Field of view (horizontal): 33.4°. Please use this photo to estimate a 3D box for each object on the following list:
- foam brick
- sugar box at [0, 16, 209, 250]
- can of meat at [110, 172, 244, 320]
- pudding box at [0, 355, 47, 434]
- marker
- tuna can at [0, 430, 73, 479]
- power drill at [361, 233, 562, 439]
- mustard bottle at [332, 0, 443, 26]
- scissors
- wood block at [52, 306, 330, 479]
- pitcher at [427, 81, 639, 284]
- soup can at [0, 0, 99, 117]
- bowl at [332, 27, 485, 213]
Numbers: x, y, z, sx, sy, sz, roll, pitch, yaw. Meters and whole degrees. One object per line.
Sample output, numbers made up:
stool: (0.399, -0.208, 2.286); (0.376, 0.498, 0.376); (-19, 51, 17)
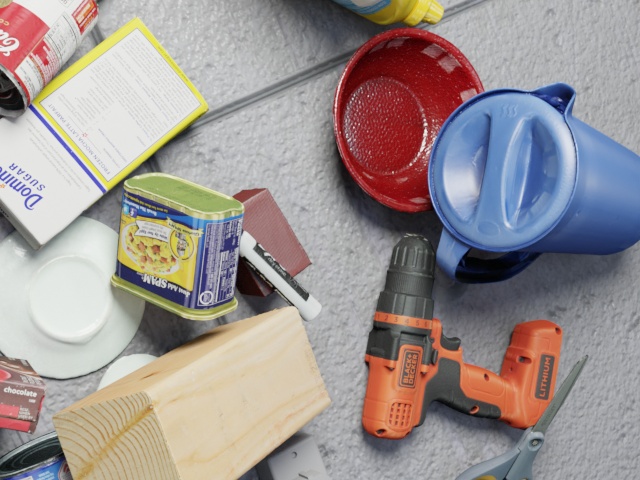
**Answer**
foam brick: (-0.056, 0.001, 0.888); (0.051, 0.053, 0.078); (-37, 107, -23)
sugar box: (-0.181, -0.083, 0.825); (0.176, 0.048, 0.093); (-42, 98, -19)
can of meat: (-0.108, 0.002, 0.812); (0.057, 0.102, 0.084); (-19, 123, -53)
pudding box: (-0.247, 0.102, 0.752); (0.090, 0.114, 0.039); (15, 86, -22)
marker: (-0.045, 0.019, 0.852); (0.121, 0.020, 0.020); (46, 70, -20)
tuna can: (-0.203, 0.170, 0.793); (0.086, 0.086, 0.034); (-24, 99, -25)
power drill: (0.131, 0.097, 0.982); (0.187, 0.057, 0.184); (11, 88, -24)
mustard bottle: (0.025, -0.231, 0.906); (0.191, 0.096, 0.058); (23, 79, -25)
scissors: (0.175, 0.188, 0.976); (0.096, 0.016, 0.202); (3, 117, -18)
wood block: (-0.087, 0.126, 0.791); (0.205, 0.091, 0.090); (-25, 96, -60)
pitcher: (0.203, -0.039, 0.946); (0.242, 0.149, 0.145); (8, 73, -54)
soup can: (-0.216, -0.149, 0.780); (0.068, 0.069, 0.102); (42, 59, -21)
bowl: (0.071, -0.104, 0.952); (0.161, 0.055, 0.162); (0, 90, -27)
